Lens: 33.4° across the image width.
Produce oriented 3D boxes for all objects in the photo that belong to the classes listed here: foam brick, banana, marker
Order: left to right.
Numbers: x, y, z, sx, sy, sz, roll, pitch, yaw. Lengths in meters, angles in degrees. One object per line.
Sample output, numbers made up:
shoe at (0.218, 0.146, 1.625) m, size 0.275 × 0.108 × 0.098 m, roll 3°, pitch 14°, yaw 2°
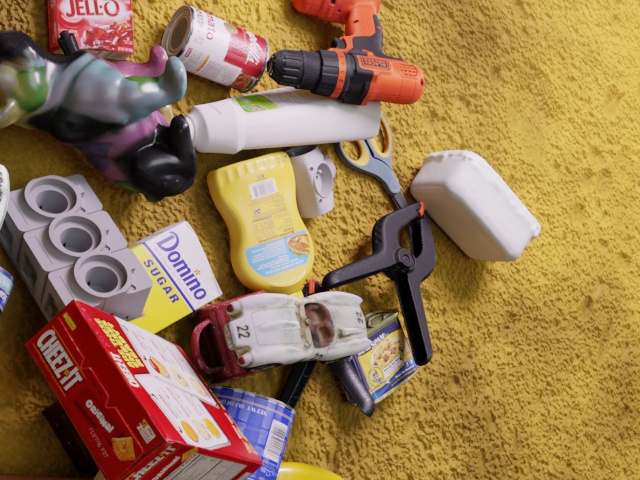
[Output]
marker at (-0.241, -0.161, 1.103) m, size 0.020 × 0.020 × 0.121 m, roll -41°, pitch 125°, yaw -33°
foam brick at (-0.230, 0.189, 1.066) m, size 0.051 × 0.053 × 0.078 m, roll -36°, pitch 104°, yaw -34°
banana at (-0.003, 0.296, 1.226) m, size 0.197 × 0.037 × 0.069 m, roll 38°, pitch 62°, yaw -27°

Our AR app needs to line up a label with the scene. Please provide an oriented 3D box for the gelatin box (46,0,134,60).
gelatin box at (-0.243, -0.232, 1.125) m, size 0.089 × 0.030 × 0.073 m, roll -1°, pitch 84°, yaw -36°

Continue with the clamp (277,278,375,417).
clamp at (-0.009, 0.132, 1.224) m, size 0.039 × 0.120 × 0.171 m, roll 49°, pitch 27°, yaw -65°

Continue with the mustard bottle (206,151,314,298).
mustard bottle at (-0.058, 0.002, 1.211) m, size 0.096 × 0.058 × 0.191 m, roll -18°, pitch 95°, yaw -27°

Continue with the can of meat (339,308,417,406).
can of meat at (0.063, 0.141, 1.284) m, size 0.101 × 0.058 × 0.084 m, roll -29°, pitch 103°, yaw -35°

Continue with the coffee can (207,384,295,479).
coffee can at (-0.093, 0.235, 1.128) m, size 0.102 × 0.103 × 0.140 m, roll 27°, pitch 69°, yaw -31°

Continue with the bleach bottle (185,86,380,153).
bleach bottle at (-0.058, -0.139, 1.217) m, size 0.250 × 0.103 × 0.068 m, roll -11°, pitch 115°, yaw -30°

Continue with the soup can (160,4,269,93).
soup can at (-0.118, -0.213, 1.190) m, size 0.102 × 0.069 × 0.068 m, roll 18°, pitch 74°, yaw -34°

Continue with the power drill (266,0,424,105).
power drill at (0.017, -0.233, 1.240) m, size 0.184 × 0.057 × 0.187 m, roll 6°, pitch 47°, yaw -20°

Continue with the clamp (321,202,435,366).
clamp at (0.084, 0.027, 1.278) m, size 0.164 × 0.036 × 0.210 m, roll 34°, pitch 49°, yaw -22°

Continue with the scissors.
scissors at (0.074, -0.070, 1.344) m, size 0.096 × 0.016 × 0.202 m, roll -19°, pitch 96°, yaw -35°

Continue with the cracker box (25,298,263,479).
cracker box at (-0.160, 0.157, 1.000) m, size 0.072 × 0.164 × 0.213 m, roll -42°, pitch 155°, yaw 4°

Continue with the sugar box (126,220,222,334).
sugar box at (-0.194, 0.055, 1.114) m, size 0.175 × 0.048 × 0.093 m, roll -30°, pitch 102°, yaw -34°

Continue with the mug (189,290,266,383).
mug at (-0.094, 0.106, 1.152) m, size 0.117 × 0.093 × 0.081 m, roll -16°, pitch 89°, yaw -43°
